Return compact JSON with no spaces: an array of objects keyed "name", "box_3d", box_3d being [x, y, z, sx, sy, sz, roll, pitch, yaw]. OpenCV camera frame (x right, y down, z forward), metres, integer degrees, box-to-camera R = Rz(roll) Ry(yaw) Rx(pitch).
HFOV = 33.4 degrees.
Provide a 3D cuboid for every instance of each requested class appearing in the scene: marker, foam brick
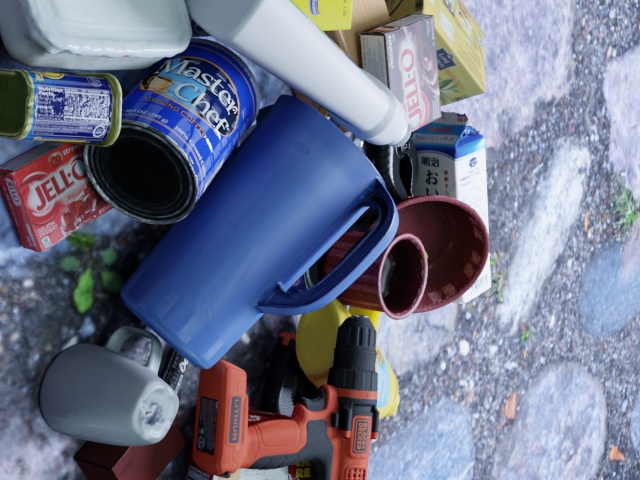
[{"name":"marker","box_3d":[-0.133,0.109,1.032,0.020,0.020,0.121,37,67,-48]},{"name":"foam brick","box_3d":[-0.172,0.191,0.971,0.078,0.051,0.053,-50,131,-35]}]

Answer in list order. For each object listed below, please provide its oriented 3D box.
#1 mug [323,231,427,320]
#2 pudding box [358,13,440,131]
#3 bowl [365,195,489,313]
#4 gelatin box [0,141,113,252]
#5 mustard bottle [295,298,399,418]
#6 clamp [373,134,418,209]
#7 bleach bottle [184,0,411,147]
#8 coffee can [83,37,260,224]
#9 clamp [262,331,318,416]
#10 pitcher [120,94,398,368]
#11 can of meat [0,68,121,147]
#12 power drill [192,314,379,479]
[{"name":"mug","box_3d":[0.064,0.027,1.159,0.117,0.082,0.093,-46,129,-37]},{"name":"pudding box","box_3d":[0.083,-0.168,1.095,0.089,0.039,0.113,-31,119,-46]},{"name":"bowl","box_3d":[0.115,0.006,1.261,0.162,0.055,0.162,-6,122,-10]},{"name":"gelatin box","box_3d":[-0.219,-0.043,0.887,0.089,0.030,0.073,-38,124,-42]},{"name":"mustard bottle","box_3d":[0.040,0.147,1.180,0.191,0.058,0.096,50,31,-46]},{"name":"clamp","box_3d":[0.080,-0.114,1.247,0.120,0.039,0.171,-20,108,-48]},{"name":"bleach bottle","box_3d":[-0.003,-0.155,0.962,0.068,0.103,0.250,-51,135,7]},{"name":"coffee can","box_3d":[-0.124,-0.095,0.914,0.140,0.103,0.103,-62,140,-46]},{"name":"clamp","box_3d":[-0.016,0.201,1.182,0.164,0.036,0.210,-10,102,-49]},{"name":"pitcher","box_3d":[-0.056,0.001,0.965,0.145,0.149,0.242,44,81,-20]},{"name":"can of meat","box_3d":[-0.218,-0.104,0.822,0.083,0.102,0.057,-3,100,-49]},{"name":"power drill","box_3d":[-0.025,0.157,1.025,0.187,0.057,0.184,9,82,-32]}]
